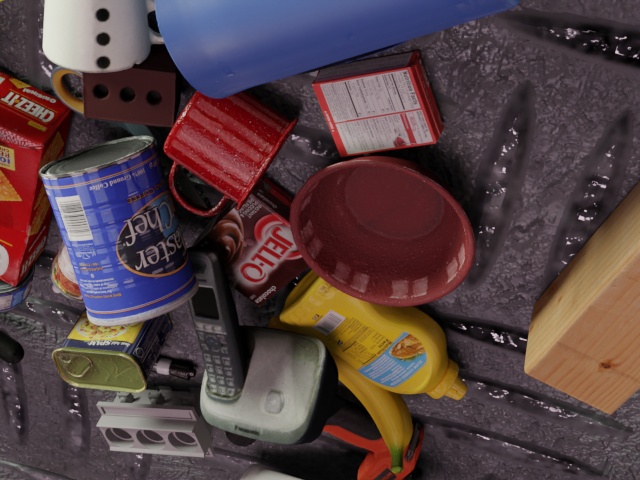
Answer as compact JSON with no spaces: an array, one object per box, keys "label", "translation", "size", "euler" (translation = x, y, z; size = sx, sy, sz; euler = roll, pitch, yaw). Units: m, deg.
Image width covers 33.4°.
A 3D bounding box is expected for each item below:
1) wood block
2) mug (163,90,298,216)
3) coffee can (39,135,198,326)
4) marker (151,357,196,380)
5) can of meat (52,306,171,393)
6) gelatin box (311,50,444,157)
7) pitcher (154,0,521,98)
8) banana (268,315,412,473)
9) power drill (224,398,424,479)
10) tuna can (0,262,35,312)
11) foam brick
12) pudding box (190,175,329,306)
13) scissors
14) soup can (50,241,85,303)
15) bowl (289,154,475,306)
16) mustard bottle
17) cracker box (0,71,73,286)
[{"label":"wood block","translation":[0.259,0.040,0.873],"size":[0.091,0.090,0.206],"euler":[26,134,-4]},{"label":"mug","translation":[-0.083,-0.076,0.895],"size":[0.081,0.093,0.117],"euler":[33,105,-3]},{"label":"coffee can","translation":[-0.175,-0.009,0.936],"size":[0.103,0.102,0.140],"euler":[-6,110,26]},{"label":"marker","translation":[-0.196,0.135,1.186],"size":[0.121,0.020,0.020],"euler":[11,133,12]},{"label":"can of meat","translation":[-0.217,0.108,1.124],"size":[0.102,0.083,0.057],"euler":[2,131,19]},{"label":"gelatin box","translation":[0.047,-0.110,0.862],"size":[0.089,0.030,0.073],"euler":[-7,126,26]},{"label":"pitcher","translation":[0.018,-0.184,0.750],"size":[0.243,0.149,0.145],"euler":[-9,112,24]},{"label":"banana","translation":[0.031,0.137,1.064],"size":[0.198,0.069,0.037],"euler":[47,120,0]},{"label":"power drill","translation":[0.001,0.206,1.147],"size":[0.187,0.057,0.185],"euler":[30,137,-8]},{"label":"tuna can","translation":[-0.340,0.032,1.102],"size":[0.086,0.086,0.034],"euler":[25,133,-2]},{"label":"foam brick","translation":[-0.156,-0.132,0.890],"size":[0.078,0.051,0.053],"euler":[6,125,-2]},{"label":"pudding box","translation":[-0.057,0.001,0.996],"size":[0.090,0.039,0.114],"euler":[38,133,-14]},{"label":"scissors","translation":[-0.175,-0.096,0.968],"size":[0.096,0.016,0.201],"euler":[-5,127,22]},{"label":"soup can","translation":[-0.218,0.006,1.044],"size":[0.068,0.068,0.102],"euler":[30,134,-6]},{"label":"bowl","translation":[0.058,-0.019,0.922],"size":[0.162,0.055,0.162],"euler":[11,133,12]},{"label":"mustard bottle","translation":[0.062,0.095,1.021],"size":[0.191,0.058,0.096],"euler":[35,129,-11]},{"label":"cracker box","translation":[-0.337,-0.070,1.017],"size":[0.164,0.072,0.214],"euler":[26,135,-1]}]
